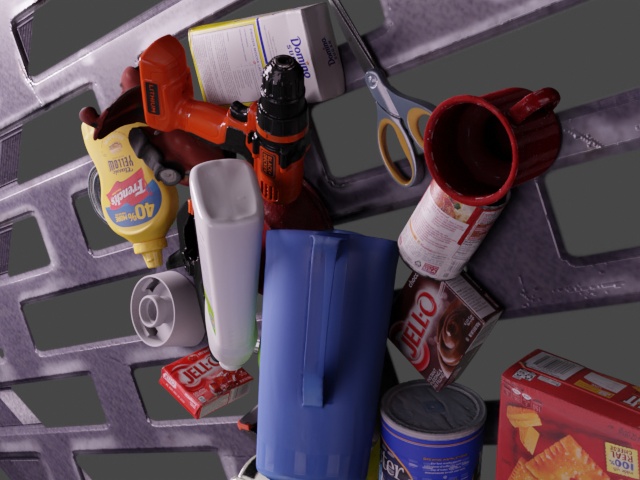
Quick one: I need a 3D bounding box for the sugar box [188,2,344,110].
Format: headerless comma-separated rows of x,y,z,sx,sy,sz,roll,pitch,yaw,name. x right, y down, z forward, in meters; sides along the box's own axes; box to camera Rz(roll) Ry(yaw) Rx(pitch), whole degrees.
-0.057,-0.185,1.094,0.177,0.048,0.093,1,111,42,sugar box

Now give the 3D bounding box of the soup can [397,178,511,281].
0.119,-0.020,0.966,0.068,0.068,0.102,47,134,22,soup can

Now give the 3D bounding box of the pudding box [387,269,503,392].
0.115,0.078,1.031,0.090,0.039,0.114,47,134,22,pudding box

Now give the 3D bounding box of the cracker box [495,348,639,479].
0.237,0.224,0.944,0.164,0.071,0.214,20,120,40,cracker box

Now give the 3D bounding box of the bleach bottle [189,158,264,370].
-0.096,0.041,1.119,0.251,0.068,0.102,94,165,-45,bleach bottle

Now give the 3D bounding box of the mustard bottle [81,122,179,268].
-0.221,-0.061,1.285,0.096,0.058,0.191,-12,94,20,mustard bottle

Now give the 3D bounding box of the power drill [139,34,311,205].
-0.094,-0.136,1.073,0.188,0.057,0.184,29,143,21,power drill

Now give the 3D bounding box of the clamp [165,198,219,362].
-0.143,0.019,1.225,0.165,0.036,0.210,53,151,39,clamp

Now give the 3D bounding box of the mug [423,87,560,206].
0.154,-0.089,0.890,0.093,0.081,0.117,55,135,13,mug

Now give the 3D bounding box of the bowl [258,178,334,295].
-0.058,0.001,1.165,0.162,0.055,0.162,20,119,39,bowl

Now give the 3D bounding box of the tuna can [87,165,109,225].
-0.259,-0.061,1.359,0.086,0.033,0.086,20,120,39,tuna can

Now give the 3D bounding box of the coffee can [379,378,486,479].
0.108,0.222,1.051,0.103,0.102,0.140,20,120,39,coffee can

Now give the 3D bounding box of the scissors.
0.068,-0.149,1.002,0.096,0.016,0.202,-11,98,46,scissors

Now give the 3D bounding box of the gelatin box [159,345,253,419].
-0.138,0.168,1.290,0.073,0.089,0.030,40,131,27,gelatin box

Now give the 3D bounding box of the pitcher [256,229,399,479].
0.001,0.109,1.022,0.145,0.149,0.243,0,83,48,pitcher
